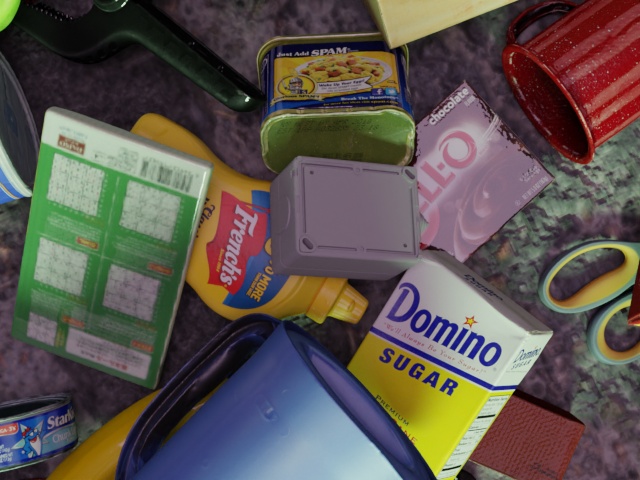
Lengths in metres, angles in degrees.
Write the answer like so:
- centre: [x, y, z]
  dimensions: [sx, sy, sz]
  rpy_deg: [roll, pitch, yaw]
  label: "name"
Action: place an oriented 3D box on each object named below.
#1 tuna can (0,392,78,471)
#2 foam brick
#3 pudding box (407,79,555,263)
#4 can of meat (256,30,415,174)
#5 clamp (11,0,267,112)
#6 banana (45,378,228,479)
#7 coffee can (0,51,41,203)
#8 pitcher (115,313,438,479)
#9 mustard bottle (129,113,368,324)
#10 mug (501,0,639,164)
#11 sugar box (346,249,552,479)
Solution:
- centre: [-0.203, 0.126, 0.699]
  dimensions: [0.086, 0.086, 0.034]
  rpy_deg: [-10, 92, 1]
  label: "tuna can"
- centre: [0.127, 0.127, 0.711]
  dimensions: [0.078, 0.051, 0.053]
  rpy_deg: [24, 91, 1]
  label: "foam brick"
- centre: [0.084, -0.037, 0.717]
  dimensions: [0.113, 0.039, 0.090]
  rpy_deg: [-42, 90, 1]
  label: "pudding box"
- centre: [0.010, -0.087, 0.688]
  dimensions: [0.102, 0.084, 0.057]
  rpy_deg: [-3, 133, 0]
  label: "can of meat"
- centre: [-0.121, -0.153, 0.682]
  dimensions: [0.210, 0.036, 0.164]
  rpy_deg: [-6, 90, 26]
  label: "clamp"
- centre: [-0.125, 0.142, 0.703]
  dimensions: [0.197, 0.070, 0.037]
  rpy_deg: [-32, 120, -11]
  label: "banana"
- centre: [-0.264, -0.059, 0.691]
  dimensions: [0.140, 0.103, 0.103]
  rpy_deg: [-17, 90, 1]
  label: "coffee can"
- centre: [-0.064, 0.164, 0.613]
  dimensions: [0.243, 0.149, 0.145]
  rpy_deg: [-42, 96, 4]
  label: "pitcher"
- centre: [-0.055, 0.001, 0.710]
  dimensions: [0.191, 0.058, 0.096]
  rpy_deg: [30, 92, 0]
  label: "mustard bottle"
- centre: [0.172, -0.117, 0.699]
  dimensions: [0.081, 0.093, 0.117]
  rpy_deg: [-35, 53, -4]
  label: "mug"
- centre: [0.059, 0.102, 0.678]
  dimensions: [0.093, 0.048, 0.176]
  rpy_deg: [38, 109, 30]
  label: "sugar box"
